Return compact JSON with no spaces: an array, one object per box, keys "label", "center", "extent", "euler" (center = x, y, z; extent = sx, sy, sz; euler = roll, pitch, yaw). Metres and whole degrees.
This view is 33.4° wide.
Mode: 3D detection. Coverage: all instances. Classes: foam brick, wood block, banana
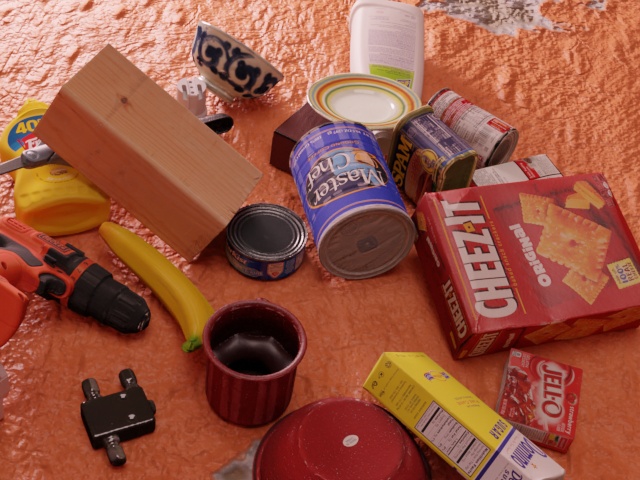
[{"label":"foam brick","center":[-0.015,-0.116,1.229],"extent":[0.051,0.053,0.078],"euler":[28,47,18]},{"label":"wood block","center":[-0.174,-0.088,1.089],"extent":[0.206,0.090,0.090],"euler":[41,47,-8]},{"label":"banana","center":[-0.149,0.046,1.039],"extent":[0.037,0.069,0.198],"euler":[-47,52,3]}]

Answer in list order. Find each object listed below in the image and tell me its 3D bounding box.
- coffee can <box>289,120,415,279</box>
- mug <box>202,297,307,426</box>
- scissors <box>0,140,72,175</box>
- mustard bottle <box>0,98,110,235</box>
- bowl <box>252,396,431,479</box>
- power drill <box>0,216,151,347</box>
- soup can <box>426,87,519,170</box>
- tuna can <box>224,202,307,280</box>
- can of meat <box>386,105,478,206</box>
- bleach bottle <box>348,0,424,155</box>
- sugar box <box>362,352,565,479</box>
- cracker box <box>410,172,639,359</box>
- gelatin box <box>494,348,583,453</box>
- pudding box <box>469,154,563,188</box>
[{"label":"coffee can","center":[0.031,-0.044,1.129],"extent":[0.102,0.103,0.140],"euler":[-5,46,-14]},{"label":"mug","center":[-0.062,0.106,0.977],"extent":[0.093,0.081,0.117],"euler":[6,45,-3]},{"label":"scissors","center":[-0.297,-0.097,1.090],"extent":[0.201,0.016,0.096],"euler":[-10,51,-41]},{"label":"mustard bottle","center":[-0.294,-0.089,1.152],"extent":[0.096,0.058,0.192],"euler":[-10,47,-21]},{"label":"bowl","center":[0.023,0.191,0.925],"extent":[0.162,0.055,0.162],"euler":[5,44,-5]},{"label":"power drill","center":[-0.261,0.044,0.969],"extent":[0.184,0.057,0.187],"euler":[28,11,9]},{"label":"soup can","center":[0.174,-0.127,1.261],"extent":[0.102,0.068,0.068],"euler":[35,50,23]},{"label":"tuna can","center":[-0.057,0.001,1.117],"extent":[0.086,0.034,0.086],"euler":[5,45,-5]},{"label":"can of meat","center":[0.123,-0.084,1.186],"extent":[0.057,0.102,0.084],"euler":[-25,57,-28]},{"label":"bleach bottle","center":[0.077,-0.201,1.325],"extent":[0.102,0.068,0.250],"euler":[7,47,1]},{"label":"sugar box","center":[0.128,0.167,0.944],"extent":[0.176,0.048,0.093],"euler":[36,13,26]},{"label":"cracker box","center":[0.218,0.021,1.094],"extent":[0.213,0.072,0.164],"euler":[-7,61,-18]},{"label":"gelatin box","center":[0.207,0.150,1.014],"extent":[0.073,0.030,0.089],"euler":[16,45,7]},{"label":"pudding box","center":[0.229,-0.048,1.213],"extent":[0.113,0.039,0.090],"euler":[-15,52,-19]}]
